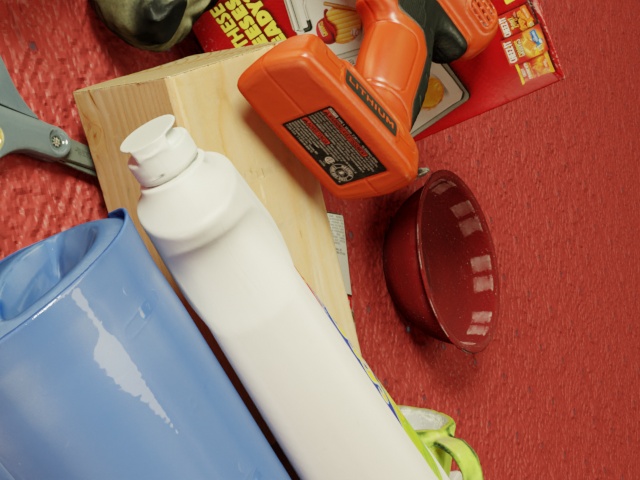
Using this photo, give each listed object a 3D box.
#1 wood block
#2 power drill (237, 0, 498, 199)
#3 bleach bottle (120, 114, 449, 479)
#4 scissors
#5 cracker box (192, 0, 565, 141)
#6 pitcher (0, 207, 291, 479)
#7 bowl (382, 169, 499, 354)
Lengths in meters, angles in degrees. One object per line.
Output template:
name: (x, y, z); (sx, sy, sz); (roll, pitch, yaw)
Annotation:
wood block: (-0.054, 0.001, 0.611); (0.090, 0.091, 0.206); (-27, 109, -41)
power drill: (0.023, -0.131, 0.589); (0.184, 0.057, 0.187); (45, 50, -27)
bleach bottle: (-0.016, 0.052, 0.517); (0.250, 0.068, 0.103); (59, -3, -26)
scissors: (-0.155, -0.072, 0.579); (0.201, 0.016, 0.096); (-2, 82, -60)
cracker box: (0.035, -0.148, 0.724); (0.072, 0.214, 0.164); (-89, 155, -63)
pitcher: (-0.086, 0.121, 0.485); (0.242, 0.149, 0.145); (58, -9, -18)
bowl: (0.100, 0.022, 0.933); (0.161, 0.055, 0.162); (27, 57, -53)
